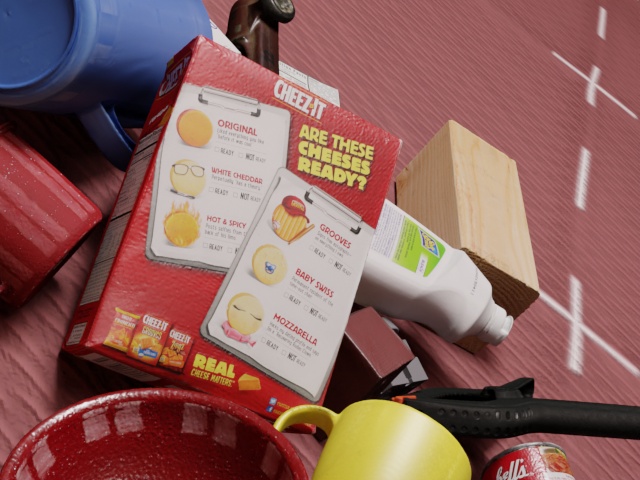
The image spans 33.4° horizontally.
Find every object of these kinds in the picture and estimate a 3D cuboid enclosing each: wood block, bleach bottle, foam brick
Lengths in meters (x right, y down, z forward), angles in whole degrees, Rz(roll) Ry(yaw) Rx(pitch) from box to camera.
[{"bbox_3d":[0.132,-0.008,0.995,0.090,0.091,0.206,30,33,-18],"label":"wood block"},{"bbox_3d":[0.041,0.013,0.835,0.250,0.068,0.102,32,44,-10],"label":"bleach bottle"},{"bbox_3d":[0.018,0.094,0.759,0.051,0.078,0.052,48,32,15],"label":"foam brick"}]

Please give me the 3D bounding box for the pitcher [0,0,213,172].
[{"bbox_3d":[-0.161,-0.133,0.733,0.149,0.145,0.242,26,9,5],"label":"pitcher"}]

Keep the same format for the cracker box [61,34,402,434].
[{"bbox_3d":[-0.055,0.001,0.704,0.164,0.072,0.213,25,72,-24],"label":"cracker box"}]

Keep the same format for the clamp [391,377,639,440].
[{"bbox_3d":[0.140,0.132,0.839,0.209,0.036,0.165,3,1,-23],"label":"clamp"}]

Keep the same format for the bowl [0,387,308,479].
[{"bbox_3d":[-0.088,0.148,0.564,0.162,0.055,0.162,6,30,-4],"label":"bowl"}]

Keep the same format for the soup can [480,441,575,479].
[{"bbox_3d":[0.163,0.209,0.779,0.068,0.069,0.102,20,38,-30],"label":"soup can"}]

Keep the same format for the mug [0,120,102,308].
[{"bbox_3d":[-0.195,-0.006,0.651,0.081,0.093,0.117,42,45,-6],"label":"mug"}]
